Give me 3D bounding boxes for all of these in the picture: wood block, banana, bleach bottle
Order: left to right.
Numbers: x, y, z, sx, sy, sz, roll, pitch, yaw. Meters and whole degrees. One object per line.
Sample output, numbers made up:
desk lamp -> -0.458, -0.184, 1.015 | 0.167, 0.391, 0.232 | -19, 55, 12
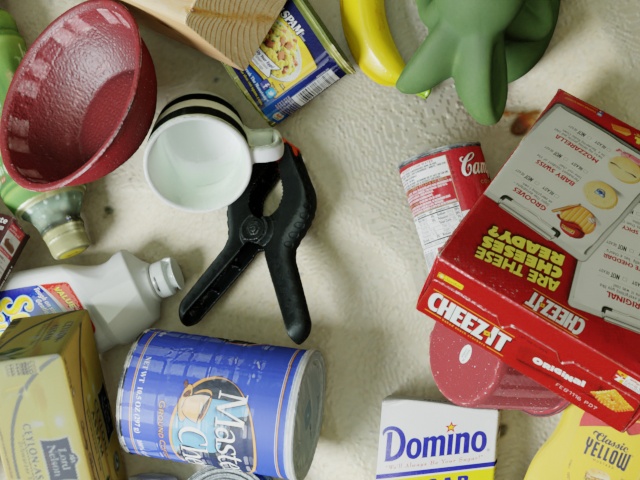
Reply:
bleach bottle -> -0.238, 0.062, 0.903 | 0.251, 0.068, 0.102 | -20, 81, 8
wood block -> -0.134, -0.223, 0.855 | 0.206, 0.090, 0.090 | 29, 89, 31
banana -> 0.049, -0.211, 0.877 | 0.069, 0.037, 0.198 | -3, 87, -12

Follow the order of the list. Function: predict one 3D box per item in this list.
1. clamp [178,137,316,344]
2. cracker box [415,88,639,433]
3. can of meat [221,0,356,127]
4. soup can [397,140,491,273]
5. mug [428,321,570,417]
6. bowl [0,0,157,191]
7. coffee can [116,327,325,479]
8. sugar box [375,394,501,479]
clamp -> -0.056, 0.001, 0.871 | 0.120, 0.039, 0.171 | -1, 70, 21
cracker box -> 0.189, 0.006, 0.753 | 0.164, 0.072, 0.213 | 31, 52, 12
can of meat -> -0.034, -0.156, 0.878 | 0.084, 0.057, 0.102 | -35, 79, 10
soup can -> 0.106, -0.019, 0.831 | 0.068, 0.068, 0.102 | -16, 83, 10
mug -> 0.129, 0.081, 0.799 | 0.117, 0.081, 0.093 | 16, 97, 56
bowl -> -0.181, -0.106, 0.842 | 0.162, 0.055, 0.162 | -16, 63, 34
coffee can -> -0.075, 0.128, 0.841 | 0.140, 0.102, 0.103 | 6, 87, 13
sugar box -> 0.087, 0.212, 0.828 | 0.093, 0.048, 0.176 | 3, 87, 12
